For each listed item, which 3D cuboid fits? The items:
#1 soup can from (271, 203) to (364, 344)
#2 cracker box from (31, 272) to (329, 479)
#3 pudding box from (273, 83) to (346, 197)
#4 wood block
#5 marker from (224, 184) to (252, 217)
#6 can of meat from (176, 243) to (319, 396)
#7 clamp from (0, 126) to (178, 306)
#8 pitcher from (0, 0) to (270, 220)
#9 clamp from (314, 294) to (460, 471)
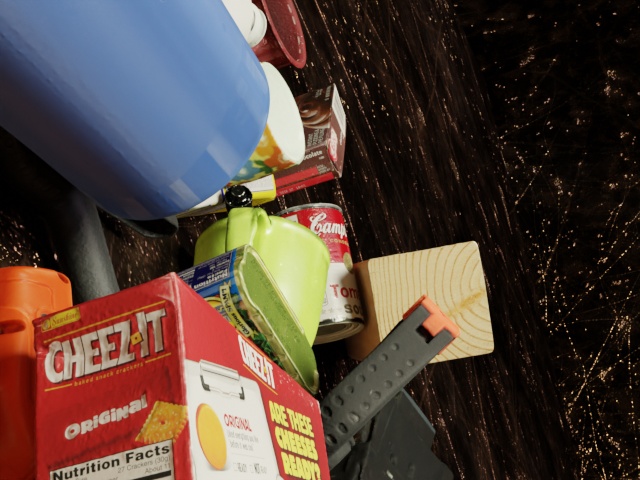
[{"bbox_3d":[-0.006,0.029,0.880,0.068,0.069,0.102,34,42,-65],"label":"soup can"},{"bbox_3d":[-0.042,0.145,0.413,0.164,0.072,0.214,53,24,-58],"label":"cracker box"},{"bbox_3d":[-0.026,-0.079,0.885,0.113,0.090,0.039,-81,151,-59],"label":"pudding box"},{"bbox_3d":[0.075,0.057,0.927,0.206,0.090,0.090,152,-71,-82],"label":"wood block"},{"bbox_3d":[-0.055,0.001,0.745,0.121,0.020,0.020,92,-8,-57],"label":"marker"},{"bbox_3d":[-0.058,0.061,0.619,0.102,0.084,0.057,60,14,-26],"label":"can of meat"},{"bbox_3d":[-0.132,-0.039,0.577,0.120,0.039,0.171,-73,142,-66],"label":"clamp"},{"bbox_3d":[-0.117,-0.123,0.452,0.145,0.149,0.242,47,-2,41],"label":"pitcher"},{"bbox_3d":[-0.004,0.113,0.600,0.036,0.210,0.164,45,7,7],"label":"clamp"}]
